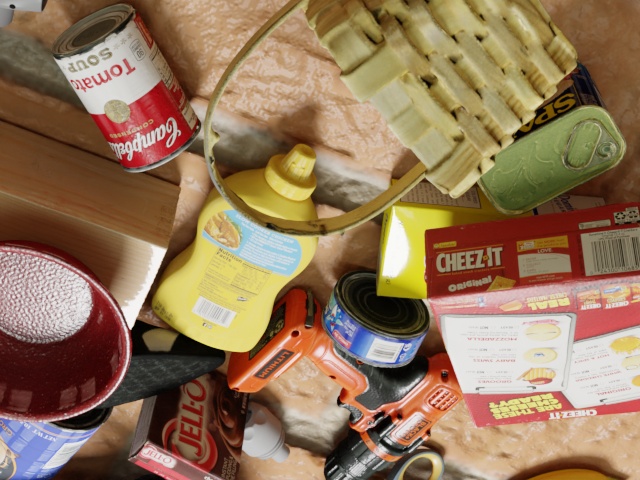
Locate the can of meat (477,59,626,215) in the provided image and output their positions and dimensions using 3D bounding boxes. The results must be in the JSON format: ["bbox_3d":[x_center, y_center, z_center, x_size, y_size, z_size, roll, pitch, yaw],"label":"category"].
[{"bbox_3d":[0.161,-0.078,0.776,0.102,0.084,0.057,-29,120,20],"label":"can of meat"}]

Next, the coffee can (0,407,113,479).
[{"bbox_3d":[-0.263,0.164,0.945,0.102,0.103,0.140,32,120,-21],"label":"coffee can"}]

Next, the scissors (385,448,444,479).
[{"bbox_3d":[0.043,0.247,1.001,0.201,0.016,0.096,1,93,-22],"label":"scissors"}]

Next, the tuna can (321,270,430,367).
[{"bbox_3d":[0.046,0.063,0.878,0.086,0.086,0.034,16,123,-11],"label":"tuna can"}]

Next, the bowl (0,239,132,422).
[{"bbox_3d":[-0.215,0.056,0.781,0.162,0.055,0.162,0,123,0],"label":"bowl"}]

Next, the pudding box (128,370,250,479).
[{"bbox_3d":[-0.113,0.161,0.934,0.090,0.113,0.039,33,122,-21],"label":"pudding box"}]

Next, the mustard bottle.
[{"bbox_3d":[-0.056,0.001,0.851,0.096,0.058,0.192,27,122,-11],"label":"mustard bottle"}]

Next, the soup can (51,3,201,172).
[{"bbox_3d":[-0.139,-0.110,0.767,0.068,0.068,0.102,-19,122,14],"label":"soup can"}]

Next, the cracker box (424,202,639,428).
[{"bbox_3d":[0.180,0.063,0.822,0.164,0.072,0.213,-8,144,14],"label":"cracker box"}]

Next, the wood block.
[{"bbox_3d":[-0.223,-0.021,0.819,0.206,0.090,0.091,20,123,-13],"label":"wood block"}]

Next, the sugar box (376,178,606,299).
[{"bbox_3d":[0.137,0.006,0.860,0.176,0.048,0.093,6,126,-2],"label":"sugar box"}]

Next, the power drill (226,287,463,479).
[{"bbox_3d":[0.013,0.136,0.951,0.187,0.057,0.185,31,118,-23],"label":"power drill"}]
